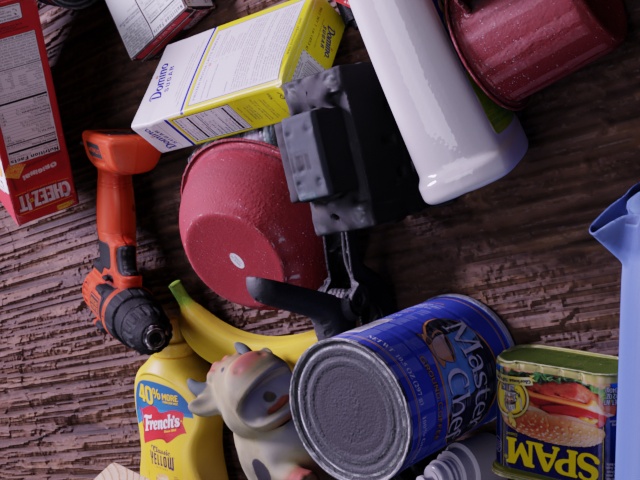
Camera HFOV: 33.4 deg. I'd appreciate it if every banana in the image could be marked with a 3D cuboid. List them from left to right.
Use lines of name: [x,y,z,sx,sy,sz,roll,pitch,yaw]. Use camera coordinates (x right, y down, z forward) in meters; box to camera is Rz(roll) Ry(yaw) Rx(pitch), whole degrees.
banana: [-0.057,0.088,0.916,0.198,0.037,0.069,12,129,34]

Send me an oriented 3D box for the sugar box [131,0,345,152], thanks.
sugar box: [-0.067,-0.130,0.851,0.177,0.048,0.093,-10,52,44]

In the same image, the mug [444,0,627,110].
mug: [0.130,-0.145,0.665,0.082,0.117,0.093,-27,49,36]

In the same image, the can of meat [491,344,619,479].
can of meat: [0.168,0.121,0.727,0.102,0.057,0.084,5,101,39]

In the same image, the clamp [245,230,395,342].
clamp: [0.008,0.046,0.797,0.039,0.120,0.171,8,134,47]

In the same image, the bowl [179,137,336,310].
bowl: [-0.056,0.001,0.851,0.162,0.055,0.162,17,132,20]

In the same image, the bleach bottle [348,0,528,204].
bleach bottle: [0.053,-0.155,0.699,0.068,0.102,0.251,-23,99,26]

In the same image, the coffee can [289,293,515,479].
coffee can: [0.062,0.102,0.757,0.103,0.140,0.103,10,107,38]

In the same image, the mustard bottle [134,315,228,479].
mustard bottle: [-0.131,0.164,0.991,0.096,0.058,0.192,7,104,42]

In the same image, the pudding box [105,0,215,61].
pudding box: [-0.150,-0.227,0.931,0.090,0.039,0.113,-31,82,40]

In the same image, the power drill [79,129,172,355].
power drill: [-0.175,-0.002,0.957,0.185,0.057,0.188,24,113,60]

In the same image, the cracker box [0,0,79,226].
cracker box: [-0.299,-0.147,0.995,0.164,0.072,0.214,42,145,46]
